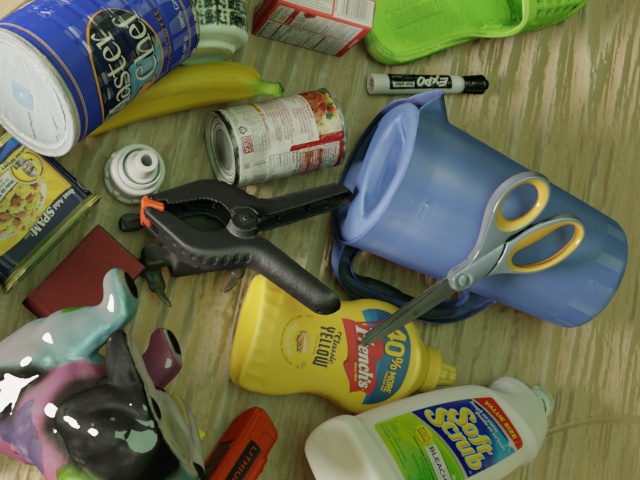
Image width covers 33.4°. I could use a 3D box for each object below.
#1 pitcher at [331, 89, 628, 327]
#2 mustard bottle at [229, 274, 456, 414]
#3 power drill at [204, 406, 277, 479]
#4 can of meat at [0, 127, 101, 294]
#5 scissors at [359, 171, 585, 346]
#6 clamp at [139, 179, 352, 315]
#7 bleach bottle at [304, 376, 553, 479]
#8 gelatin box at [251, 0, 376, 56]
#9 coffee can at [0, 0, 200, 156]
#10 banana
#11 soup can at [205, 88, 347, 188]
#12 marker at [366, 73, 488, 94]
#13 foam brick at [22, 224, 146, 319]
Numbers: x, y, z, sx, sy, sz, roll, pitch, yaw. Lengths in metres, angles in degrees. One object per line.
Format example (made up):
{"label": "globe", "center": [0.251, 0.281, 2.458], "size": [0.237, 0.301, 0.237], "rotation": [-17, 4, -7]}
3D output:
{"label": "pitcher", "center": [0.135, -0.006, 0.924], "size": [0.242, 0.149, 0.145], "rotation": [24, 58, -19]}
{"label": "mustard bottle", "center": [0.026, 0.094, 0.891], "size": [0.191, 0.058, 0.096], "rotation": [15, 83, -19]}
{"label": "power drill", "center": [-0.005, 0.219, 0.855], "size": [0.187, 0.057, 0.184], "rotation": [41, 58, -8]}
{"label": "can of meat", "center": [-0.234, -0.025, 0.813], "size": [0.084, 0.058, 0.102], "rotation": [44, 69, -7]}
{"label": "scissors", "center": [0.114, 0.011, 0.848], "size": [0.201, 0.016, 0.096], "rotation": [-20, 116, -4]}
{"label": "clamp", "center": [-0.055, 0.001, 0.832], "size": [0.171, 0.039, 0.120], "rotation": [2, 50, -8]}
{"label": "bleach bottle", "center": [0.108, 0.161, 0.884], "size": [0.250, 0.068, 0.102], "rotation": [-15, 71, -43]}
{"label": "gelatin box", "center": [-0.007, -0.193, 0.921], "size": [0.089, 0.073, 0.030], "rotation": [12, 75, -18]}
{"label": "coffee can", "center": [-0.173, -0.142, 0.793], "size": [0.103, 0.103, 0.140], "rotation": [49, 54, -7]}
{"label": "banana", "center": [-0.133, -0.116, 0.863], "size": [0.197, 0.070, 0.037], "rotation": [-14, 106, -9]}
{"label": "soup can", "center": [-0.037, -0.085, 0.893], "size": [0.102, 0.069, 0.068], "rotation": [-15, 86, -22]}
{"label": "marker", "center": [0.101, -0.144, 0.983], "size": [0.121, 0.020, 0.020], "rotation": [-3, 82, -22]}
{"label": "foam brick", "center": [-0.182, 0.035, 0.824], "size": [0.051, 0.053, 0.078], "rotation": [44, 69, -9]}
